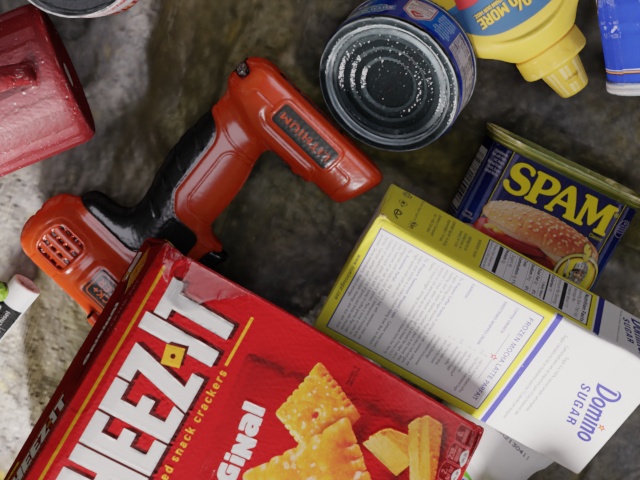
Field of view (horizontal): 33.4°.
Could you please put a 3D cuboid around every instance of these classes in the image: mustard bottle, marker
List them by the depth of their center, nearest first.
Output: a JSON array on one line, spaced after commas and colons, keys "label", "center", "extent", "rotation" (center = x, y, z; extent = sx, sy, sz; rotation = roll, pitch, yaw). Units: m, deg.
[{"label": "mustard bottle", "center": [0.092, -0.162, 0.602], "extent": [0.096, 0.058, 0.191], "rotation": [-35, 102, 9]}, {"label": "marker", "center": [-0.216, 0.072, 0.657], "extent": [0.020, 0.020, 0.121], "rotation": [38, 98, -10]}]

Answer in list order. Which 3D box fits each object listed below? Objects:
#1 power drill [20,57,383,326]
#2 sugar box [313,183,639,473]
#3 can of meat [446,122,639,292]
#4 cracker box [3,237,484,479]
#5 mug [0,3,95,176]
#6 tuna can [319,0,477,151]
[{"label": "power drill", "center": [-0.054, 0.001, 0.630], "extent": [0.188, 0.057, 0.184], "rotation": [-44, 102, 6]}, {"label": "sugar box", "center": [0.094, 0.051, 0.605], "extent": [0.176, 0.048, 0.093], "rotation": [28, 126, 0]}, {"label": "can of meat", "center": [0.128, -0.011, 0.638], "extent": [0.102, 0.057, 0.084], "rotation": [24, 103, -7]}, {"label": "cracker box", "center": [-0.039, 0.121, 0.577], "extent": [0.213, 0.072, 0.164], "rotation": [32, 81, -16]}, {"label": "mug", "center": [-0.176, -0.079, 0.579], "extent": [0.081, 0.117, 0.093], "rotation": [-22, 93, -3]}, {"label": "tuna can", "center": [0.043, -0.094, 0.606], "extent": [0.086, 0.033, 0.086], "rotation": [14, 128, 18]}]
